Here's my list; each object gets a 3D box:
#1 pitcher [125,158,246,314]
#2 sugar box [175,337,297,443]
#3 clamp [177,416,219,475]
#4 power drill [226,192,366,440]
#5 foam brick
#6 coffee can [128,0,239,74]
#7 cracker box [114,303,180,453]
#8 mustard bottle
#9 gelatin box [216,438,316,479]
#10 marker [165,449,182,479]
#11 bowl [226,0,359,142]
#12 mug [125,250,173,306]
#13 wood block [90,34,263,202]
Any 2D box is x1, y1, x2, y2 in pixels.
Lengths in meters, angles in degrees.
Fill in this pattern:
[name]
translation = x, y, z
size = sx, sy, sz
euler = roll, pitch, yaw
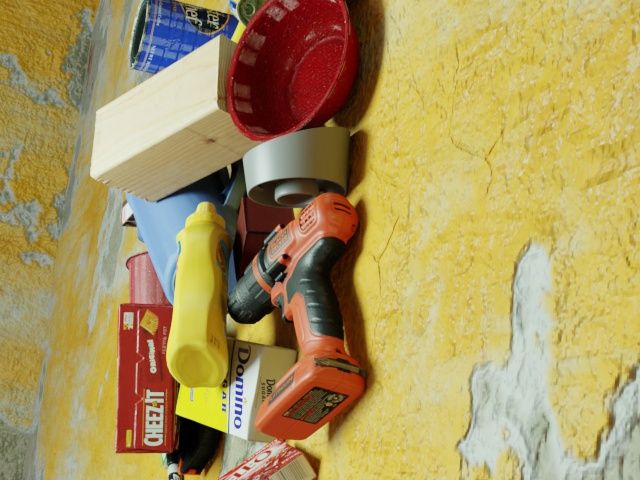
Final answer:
[pitcher]
translation = -0.142, -0.023, 1.248
size = 0.243, 0.145, 0.149
euler = -120, 21, -56
[sugar box]
translation = -0.089, 0.146, 1.081
size = 0.176, 0.048, 0.093
euler = -3, 77, 62
[clamp]
translation = -0.135, 0.185, 1.234
size = 0.120, 0.039, 0.171
euler = -124, 52, -64
[power drill]
translation = -0.026, 0.074, 0.932
size = 0.185, 0.057, 0.187
euler = -47, 38, 40
[foam brick]
translation = -0.057, 0.001, 1.076
size = 0.078, 0.051, 0.053
euler = 105, 162, -45
[coffee can]
translation = -0.174, -0.262, 1.415
size = 0.103, 0.140, 0.103
euler = -170, 90, -70
[cracker box]
translation = -0.201, 0.168, 1.262
size = 0.214, 0.072, 0.164
euler = 125, 145, -77
[mustard bottle]
translation = -0.118, 0.043, 1.062
size = 0.096, 0.058, 0.191
euler = 85, -176, -56
[gelatin box]
translation = -0.056, 0.214, 0.937
size = 0.030, 0.089, 0.073
euler = 61, 163, -10
[marker]
translation = -0.180, 0.307, 1.321
size = 0.121, 0.020, 0.020
euler = -104, 31, -49
[bowl]
translation = -0.016, -0.161, 1.010
size = 0.162, 0.055, 0.162
euler = -19, 62, 40
[mug]
translation = -0.217, 0.073, 1.461
size = 0.117, 0.093, 0.081
euler = 69, -165, -65
[wood block]
translation = -0.145, -0.124, 1.140
size = 0.207, 0.090, 0.090
euler = -22, 57, 38
